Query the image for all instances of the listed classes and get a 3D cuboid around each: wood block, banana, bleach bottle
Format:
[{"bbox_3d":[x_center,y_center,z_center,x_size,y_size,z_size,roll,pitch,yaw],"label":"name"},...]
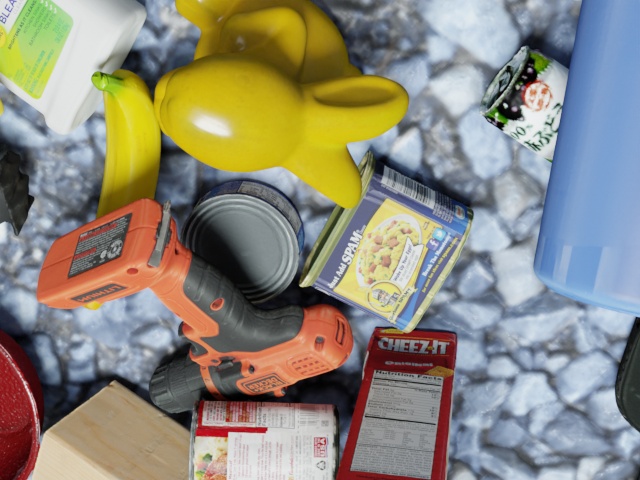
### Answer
[{"bbox_3d":[-0.107,0.208,0.795,0.206,0.090,0.091,31,122,14],"label":"wood block"},{"bbox_3d":[-0.140,-0.042,0.736,0.037,0.069,0.198,30,131,25],"label":"banana"},{"bbox_3d":[-0.242,-0.180,0.692,0.251,0.068,0.103,34,118,-4],"label":"bleach bottle"}]

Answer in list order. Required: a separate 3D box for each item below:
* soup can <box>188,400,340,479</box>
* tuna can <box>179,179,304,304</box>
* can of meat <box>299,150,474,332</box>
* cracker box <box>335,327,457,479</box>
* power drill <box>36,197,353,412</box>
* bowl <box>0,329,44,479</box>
[{"bbox_3d":[-0.039,0.147,0.750,0.102,0.068,0.068,2,114,-2],"label":"soup can"},{"bbox_3d":[-0.055,0.001,0.759,0.086,0.033,0.086,3,114,7],"label":"tuna can"},{"bbox_3d":[0.046,0.003,0.732,0.084,0.057,0.102,27,115,-5],"label":"can of meat"},{"bbox_3d":[0.048,0.180,0.724,0.072,0.213,0.164,6,114,8],"label":"cracker box"},{"bbox_3d":[-0.098,0.055,0.733,0.185,0.057,0.187,-23,136,33],"label":"power drill"},{"bbox_3d":[-0.270,0.119,0.822,0.162,0.055,0.162,6,108,19],"label":"bowl"}]
